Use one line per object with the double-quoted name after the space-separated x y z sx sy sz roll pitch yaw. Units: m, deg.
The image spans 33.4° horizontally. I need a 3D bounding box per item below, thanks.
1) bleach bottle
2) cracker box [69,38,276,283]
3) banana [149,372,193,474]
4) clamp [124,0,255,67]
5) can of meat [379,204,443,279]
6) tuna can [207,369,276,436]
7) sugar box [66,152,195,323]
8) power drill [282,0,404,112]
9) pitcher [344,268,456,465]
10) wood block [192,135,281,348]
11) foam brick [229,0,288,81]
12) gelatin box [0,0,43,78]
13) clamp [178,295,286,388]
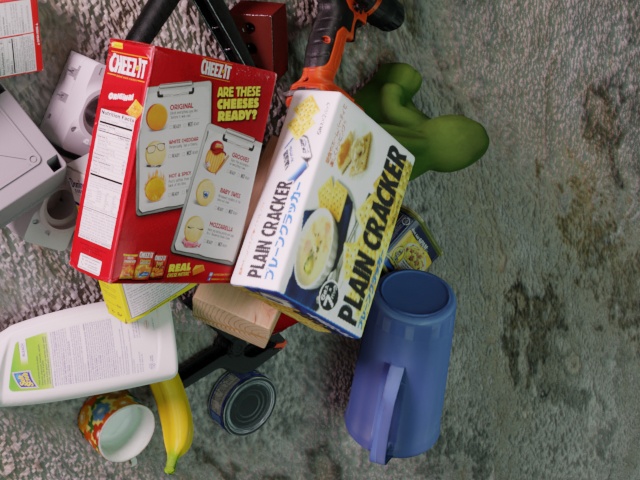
-0.278 0.115 1.100 0.250 0.068 0.102 -6 83 -25 "bleach bottle"
-0.138 -0.069 1.000 0.163 0.072 0.214 2 102 -52 "cracker box"
-0.182 0.160 1.205 0.037 0.069 0.198 -20 90 9 "banana"
-0.138 -0.253 1.050 0.164 0.036 0.210 -13 104 -41 "clamp"
0.104 0.014 1.417 0.084 0.058 0.102 -48 134 -12 "can of meat"
-0.097 0.202 1.344 0.085 0.034 0.086 -19 122 -34 "tuna can"
-0.186 -0.013 1.063 0.093 0.048 0.176 -32 126 -33 "sugar box"
0.029 -0.219 1.203 0.184 0.057 0.187 21 73 -51 "power drill"
0.106 0.167 1.397 0.144 0.149 0.243 -14 131 -24 "pitcher"
-0.058 0.002 1.182 0.090 0.091 0.206 110 3 -71 "wood block"
-0.067 -0.212 1.143 0.051 0.053 0.078 -57 149 -58 "foam brick"
-0.302 -0.186 0.976 0.089 0.030 0.073 -19 123 -34 "gelatin box"
-0.117 0.133 1.290 0.171 0.039 0.120 15 105 -44 "clamp"
